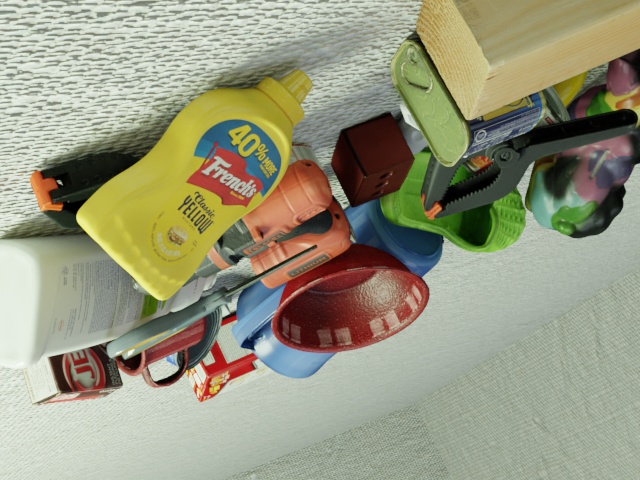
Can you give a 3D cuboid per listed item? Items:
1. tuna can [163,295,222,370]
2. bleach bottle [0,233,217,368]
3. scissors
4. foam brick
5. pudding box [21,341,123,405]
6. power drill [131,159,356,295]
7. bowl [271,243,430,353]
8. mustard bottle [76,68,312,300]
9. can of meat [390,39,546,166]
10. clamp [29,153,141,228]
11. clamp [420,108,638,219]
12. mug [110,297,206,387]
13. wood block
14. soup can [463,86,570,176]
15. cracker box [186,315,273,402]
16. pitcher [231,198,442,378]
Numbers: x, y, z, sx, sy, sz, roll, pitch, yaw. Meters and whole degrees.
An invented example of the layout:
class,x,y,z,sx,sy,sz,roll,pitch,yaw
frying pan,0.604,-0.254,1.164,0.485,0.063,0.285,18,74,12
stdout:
class,x,y,z,sx,sy,sz,roll,pitch,yaw
tuna can,-0.149,0.101,1.203,0.086,0.034,0.086,-48,152,-37
bleach bottle,-0.177,0.044,0.927,0.068,0.102,0.250,15,-171,30
scissors,-0.101,0.055,0.902,0.202,0.016,0.096,-30,174,23
foam brick,0.047,-0.073,0.987,0.053,0.051,0.078,-22,165,-14
pudding box,-0.229,0.086,0.945,0.039,0.113,0.089,-27,166,21
power drill,-0.056,0.001,0.937,0.184,0.057,0.187,-27,168,12
bowl,0.025,0.051,1.073,0.162,0.055,0.162,-10,147,-7
mustard bottle,-0.077,-0.052,0.769,0.191,0.058,0.096,-46,134,-8
can of meat,0.118,-0.121,0.850,0.083,0.102,0.057,-22,165,-23
clamp,-0.152,-0.032,0.819,0.171,0.039,0.120,-5,148,-44
clamp,0.179,-0.089,0.995,0.164,0.036,0.210,24,126,-25
mug,-0.165,0.090,1.074,0.081,0.117,0.093,-21,-171,-36
wood block,0.185,-0.179,0.785,0.206,0.090,0.091,-23,164,-10
soup can,0.183,-0.114,1.044,0.102,0.068,0.068,-33,164,25
cracker box,-0.076,0.134,1.449,0.213,0.072,0.164,-23,165,-17
pitcher,0.016,0.047,1.204,0.145,0.149,0.243,33,129,-20
